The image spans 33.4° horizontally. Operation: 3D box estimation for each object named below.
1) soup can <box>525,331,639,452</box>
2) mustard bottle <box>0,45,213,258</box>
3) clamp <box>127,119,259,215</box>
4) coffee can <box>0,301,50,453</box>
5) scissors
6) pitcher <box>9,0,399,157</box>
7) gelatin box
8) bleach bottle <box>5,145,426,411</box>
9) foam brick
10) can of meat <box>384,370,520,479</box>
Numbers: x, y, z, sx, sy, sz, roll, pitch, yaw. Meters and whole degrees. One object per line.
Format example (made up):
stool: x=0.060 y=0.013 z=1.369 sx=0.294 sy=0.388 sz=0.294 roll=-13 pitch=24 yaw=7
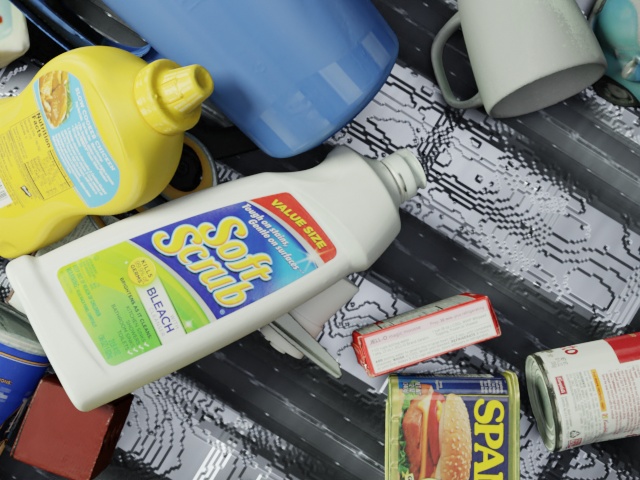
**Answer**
soup can: x=0.194 y=0.098 z=0.705 sx=0.102 sy=0.068 sz=0.068 roll=-11 pitch=89 yaw=-1
mustard bottle: x=-0.136 y=-0.059 z=0.621 sx=0.192 sy=0.058 sz=0.096 roll=-20 pitch=95 yaw=35
clamp: x=-0.081 y=-0.055 z=0.713 sx=0.171 sy=0.039 sz=0.120 roll=26 pitch=87 yaw=-1
coffee can: x=-0.242 y=0.105 z=0.673 sx=0.103 sy=0.103 sz=0.140 roll=28 pitch=88 yaw=-1
scissors: x=-0.055 y=0.001 z=0.687 sx=0.201 sy=0.016 sz=0.096 roll=28 pitch=90 yaw=-1
pitcher: x=-0.076 y=-0.159 z=0.615 sx=0.242 sy=0.149 sz=0.145 roll=46 pitch=68 yaw=-21
gelatin box: x=0.066 y=0.062 z=0.698 sx=0.089 sy=0.073 sz=0.030 roll=-18 pitch=89 yaw=-2
bleach bottle: x=-0.053 y=0.004 z=0.649 sx=0.250 sy=0.068 sz=0.102 roll=-28 pitch=87 yaw=-12
foam brick: x=-0.157 y=0.118 z=0.688 sx=0.051 sy=0.078 sz=0.053 roll=21 pitch=88 yaw=0
can of meat: x=0.086 y=0.137 z=0.707 sx=0.084 sy=0.057 sz=0.102 roll=1 pitch=88 yaw=1
